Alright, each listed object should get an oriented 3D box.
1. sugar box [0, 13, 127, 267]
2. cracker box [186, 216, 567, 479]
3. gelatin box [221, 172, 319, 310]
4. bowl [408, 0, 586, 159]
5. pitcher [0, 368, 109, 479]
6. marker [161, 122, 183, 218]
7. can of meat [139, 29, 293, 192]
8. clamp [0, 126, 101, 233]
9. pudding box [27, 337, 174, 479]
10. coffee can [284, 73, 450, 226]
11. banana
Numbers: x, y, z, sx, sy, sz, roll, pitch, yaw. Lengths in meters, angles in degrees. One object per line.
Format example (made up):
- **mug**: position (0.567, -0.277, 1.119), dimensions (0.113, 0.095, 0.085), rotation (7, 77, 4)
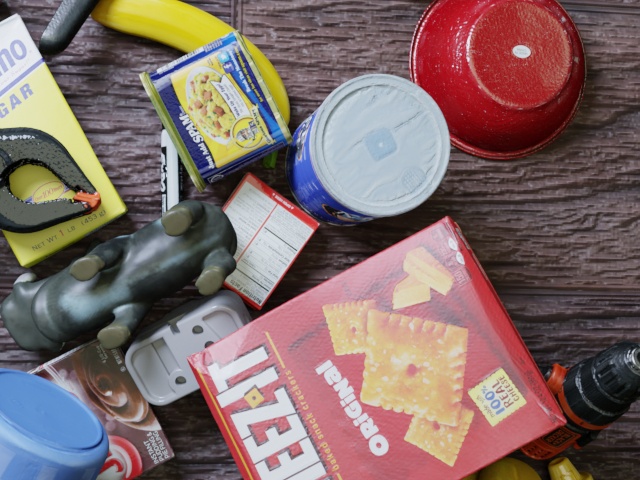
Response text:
- **sugar box**: position (-0.233, -0.077, 0.834), dimensions (0.093, 0.048, 0.176), rotation (-30, 94, -9)
- **cracker box**: position (0.038, 0.104, 0.748), dimensions (0.214, 0.072, 0.164), rotation (-28, 78, 4)
- **gelatin box**: position (-0.056, 0.001, 0.869), dimensions (0.073, 0.030, 0.089), rotation (36, 84, -7)
- **bowl**: position (0.158, -0.151, 0.897), dimensions (0.162, 0.055, 0.162), rotation (0, 87, -10)
- **pitcher**: position (-0.245, 0.218, 0.729), dimensions (0.149, 0.144, 0.243), rotation (35, 100, 21)
- **marker**: position (-0.120, -0.057, 0.865), dimensions (0.020, 0.020, 0.121), rotation (0, 88, -10)
- **can of meat**: position (-0.079, -0.102, 0.827), dimensions (0.084, 0.057, 0.102), rotation (-26, 102, 1)
- **clamp**: position (-0.251, -0.044, 0.789), dimensions (0.171, 0.039, 0.120), rotation (25, 89, -4)
- **pudding box**: position (-0.178, 0.140, 0.838), dimensions (0.090, 0.039, 0.113), rotation (-27, 92, -9)
- **coffee can**: position (0.032, -0.066, 0.829), dimensions (0.102, 0.140, 0.103), rotation (0, 88, -10)
- **banana**: position (-0.092, -0.146, 0.865), dimensions (0.198, 0.037, 0.069), rotation (40, 80, -6)
